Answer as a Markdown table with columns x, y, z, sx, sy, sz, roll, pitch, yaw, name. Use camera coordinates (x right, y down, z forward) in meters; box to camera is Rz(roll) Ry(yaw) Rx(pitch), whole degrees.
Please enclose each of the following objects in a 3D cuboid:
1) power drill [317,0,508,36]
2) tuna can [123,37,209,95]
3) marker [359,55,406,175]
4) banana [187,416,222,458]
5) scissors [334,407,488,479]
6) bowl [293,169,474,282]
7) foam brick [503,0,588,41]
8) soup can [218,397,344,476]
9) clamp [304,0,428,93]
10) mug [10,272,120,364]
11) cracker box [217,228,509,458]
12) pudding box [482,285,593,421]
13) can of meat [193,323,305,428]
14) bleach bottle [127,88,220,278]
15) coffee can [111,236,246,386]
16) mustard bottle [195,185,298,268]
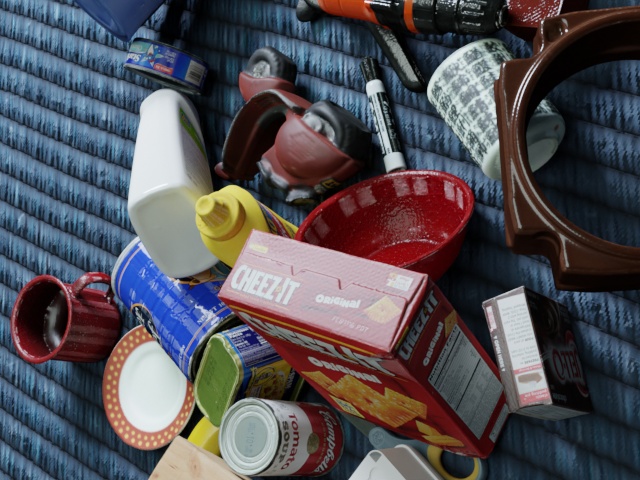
| x | y | z | sx | sy | sz | roll | pitch | yaw | name |
| --- | --- | --- | --- | --- | --- | --- | --- | --- | --- |
| 0.101 | -0.269 | 0.926 | 0.185 | 0.057 | 0.187 | 17 | 81 | 30 | power drill |
| -0.161 | -0.183 | 1.122 | 0.086 | 0.086 | 0.034 | 18 | 89 | 36 | tuna can |
| 0.057 | -0.119 | 0.997 | 0.020 | 0.020 | 0.121 | -24 | 67 | 29 | marker |
| -0.112 | 0.232 | 1.031 | 0.070 | 0.037 | 0.198 | 29 | 97 | 36 | banana |
| 0.070 | 0.166 | 0.931 | 0.096 | 0.016 | 0.202 | -46 | 59 | 18 | scissors |
| 0.060 | 0.004 | 0.919 | 0.162 | 0.055 | 0.162 | -16 | 30 | 9 | bowl |
| 0.194 | -0.209 | 0.902 | 0.053 | 0.051 | 0.078 | 16 | 90 | 35 | foam brick |
| -0.034 | 0.176 | 0.949 | 0.069 | 0.102 | 0.068 | -8 | 75 | 33 | soup can |
| 0.044 | -0.236 | 1.003 | 0.210 | 0.036 | 0.164 | 19 | 92 | 23 | clamp |
| -0.262 | 0.079 | 1.140 | 0.117 | 0.081 | 0.093 | -52 | 57 | 15 | mug |
| 0.041 | 0.087 | 0.844 | 0.164 | 0.213 | 0.072 | 14 | 68 | 36 | cracker box |
| 0.169 | 0.090 | 0.820 | 0.039 | 0.113 | 0.090 | -21 | 69 | 26 | pudding box |
| -0.061 | 0.117 | 0.968 | 0.057 | 0.083 | 0.102 | 50 | 138 | 30 | can of meat |
| -0.142 | -0.075 | 1.050 | 0.068 | 0.102 | 0.251 | -22 | 33 | 7 | bleach bottle |
| -0.123 | 0.062 | 1.034 | 0.140 | 0.102 | 0.103 | 43 | 105 | 33 | coffee can |
| -0.056 | 0.001 | 0.943 | 0.058 | 0.191 | 0.096 | -36 | 61 | 10 | mustard bottle |
